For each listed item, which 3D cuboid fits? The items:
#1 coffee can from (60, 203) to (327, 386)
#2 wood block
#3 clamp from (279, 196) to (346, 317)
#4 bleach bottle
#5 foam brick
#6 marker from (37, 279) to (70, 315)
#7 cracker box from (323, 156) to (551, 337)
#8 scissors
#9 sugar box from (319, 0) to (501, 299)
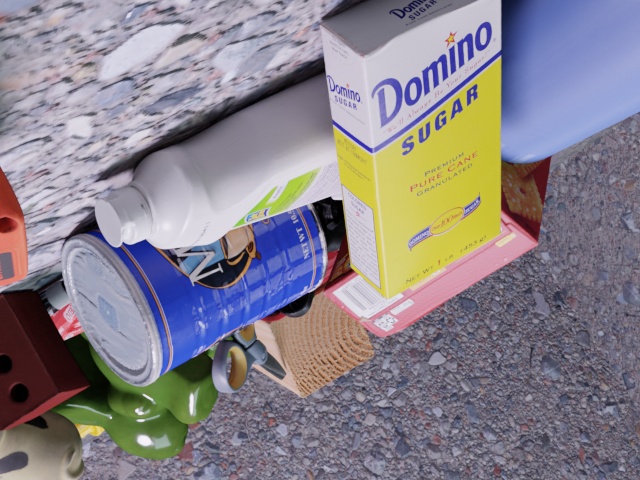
[{"bbox_3d":[-0.081,0.017,0.694,0.140,0.103,0.103,-28,173,-32],"label":"coffee can"},{"bbox_3d":[-0.041,0.082,1.123,0.090,0.090,0.206,-29,-161,-19],"label":"wood block"},{"bbox_3d":[-0.007,-0.030,0.839,0.039,0.120,0.171,1,-152,17],"label":"clamp"},{"bbox_3d":[-0.015,-0.056,0.633,0.250,0.068,0.103,-24,163,-33],"label":"bleach bottle"},{"bbox_3d":[-0.203,0.080,0.716,0.053,0.078,0.051,-32,176,8],"label":"foam brick"},{"bbox_3d":[-0.203,0.051,0.755,0.121,0.020,0.020,-33,174,12],"label":"marker"},{"bbox_3d":[0.102,-0.044,0.838,0.164,0.072,0.213,-37,-160,38],"label":"cracker box"},{"bbox_3d":[-0.060,0.111,0.921,0.016,0.096,0.201,1,146,14],"label":"scissors"},{"bbox_3d":[0.056,-0.057,0.602,0.093,0.048,0.176,-30,139,-20],"label":"sugar box"}]
